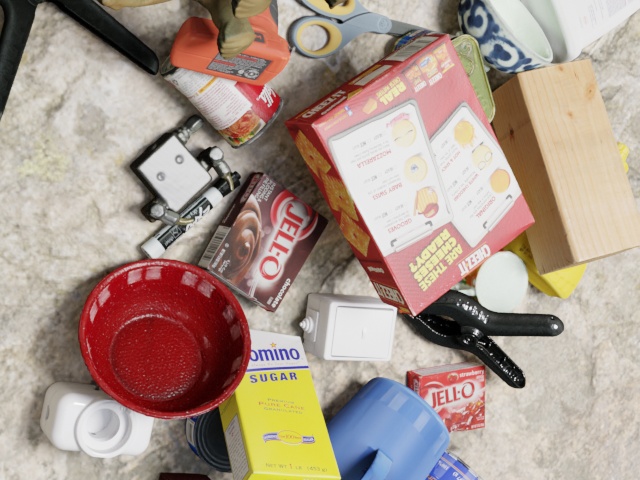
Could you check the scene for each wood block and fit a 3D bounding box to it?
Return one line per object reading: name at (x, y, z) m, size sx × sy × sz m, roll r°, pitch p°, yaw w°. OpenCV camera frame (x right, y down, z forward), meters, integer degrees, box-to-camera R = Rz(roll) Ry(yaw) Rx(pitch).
wood block at (0.260, -0.077, 1.143) m, size 0.090 × 0.091 × 0.206 m, roll -14°, pitch 83°, yaw -17°

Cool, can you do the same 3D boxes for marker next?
marker at (-0.124, -0.026, 1.041) m, size 0.121 × 0.020 × 0.020 m, roll -43°, pitch 113°, yaw -15°

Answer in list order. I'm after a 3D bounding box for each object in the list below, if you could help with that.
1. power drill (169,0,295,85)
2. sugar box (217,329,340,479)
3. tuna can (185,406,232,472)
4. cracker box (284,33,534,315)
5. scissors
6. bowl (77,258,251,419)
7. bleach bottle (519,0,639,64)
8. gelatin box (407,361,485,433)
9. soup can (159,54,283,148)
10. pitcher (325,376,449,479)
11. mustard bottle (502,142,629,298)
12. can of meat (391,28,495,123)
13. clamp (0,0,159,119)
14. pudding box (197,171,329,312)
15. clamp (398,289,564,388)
power drill at (-0.097, -0.241, 0.962) m, size 0.184 × 0.057 × 0.187 m, roll 9°, pitch 64°, yaw -25°
sugar box at (-0.048, 0.163, 1.024) m, size 0.093 × 0.176 × 0.048 m, roll 10°, pitch 132°, yaw -28°
tuna can at (-0.093, 0.188, 1.078) m, size 0.086 × 0.034 × 0.086 m, roll -4°, pitch 99°, yaw -26°
cracker box at (0.088, -0.064, 1.018) m, size 0.164 × 0.072 × 0.213 m, roll -36°, pitch 112°, yaw -17°
scissors at (0.049, -0.209, 1.103) m, size 0.201 × 0.016 × 0.096 m, roll 25°, pitch 87°, yaw -27°
bowl at (-0.149, 0.100, 1.002) m, size 0.162 × 0.055 × 0.162 m, roll 10°, pitch 58°, yaw -16°
bleach bottle at (0.342, -0.297, 1.210) m, size 0.250 × 0.068 × 0.102 m, roll -31°, pitch 110°, yaw -22°
gelatin box at (0.142, 0.178, 1.194) m, size 0.089 × 0.030 × 0.073 m, roll -5°, pitch 99°, yaw -26°
soup can at (-0.094, -0.146, 1.012) m, size 0.102 × 0.069 × 0.068 m, roll 45°, pitch 77°, yaw -24°
pitcher at (0.024, 0.256, 1.078) m, size 0.242 × 0.149 × 0.145 m, roll -47°, pitch 132°, yaw -21°
mustard bottle at (0.296, -0.034, 1.225) m, size 0.096 × 0.058 × 0.191 m, roll 40°, pitch 79°, yaw -19°
can of meat at (0.125, -0.165, 1.099) m, size 0.057 × 0.084 × 0.102 m, roll -31°, pitch 119°, yaw -17°
clamp at (-0.254, -0.212, 0.940) m, size 0.164 × 0.036 × 0.210 m, roll -30°, pitch 107°, yaw -20°
pudding box at (-0.057, 0.001, 1.066) m, size 0.090 × 0.039 × 0.113 m, roll 35°, pitch 81°, yaw -26°
clamp at (0.173, 0.091, 1.148) m, size 0.171 × 0.120 × 0.039 m, roll 26°, pitch 41°, yaw -6°
